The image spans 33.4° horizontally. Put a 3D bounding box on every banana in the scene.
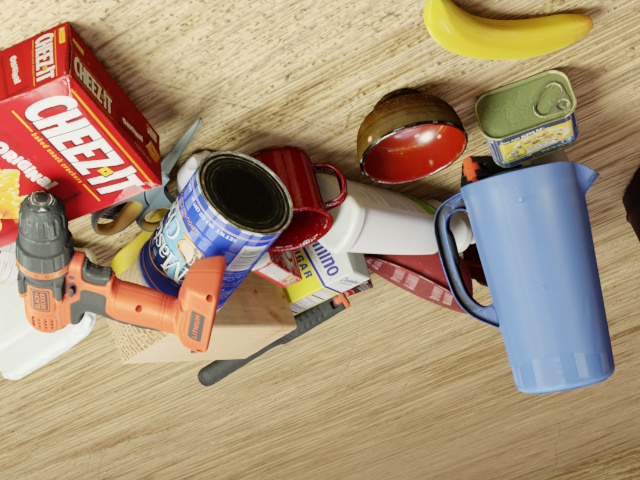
[{"bbox_3d":[0.165,-0.195,0.986,0.197,0.037,0.070,4,149,-33],"label":"banana"}]

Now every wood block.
[{"bbox_3d":[-0.132,0.076,1.182,0.091,0.090,0.205,-34,159,27],"label":"wood block"}]

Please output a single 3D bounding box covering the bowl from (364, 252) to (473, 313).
[{"bbox_3d":[0.132,0.034,1.351,0.162,0.055,0.162,26,172,4],"label":"bowl"}]

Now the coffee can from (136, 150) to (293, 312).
[{"bbox_3d":[-0.105,-0.005,1.046,0.102,0.103,0.141,6,140,-36],"label":"coffee can"}]

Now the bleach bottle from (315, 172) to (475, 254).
[{"bbox_3d":[0.098,-0.019,1.232,0.250,0.103,0.068,8,116,-40],"label":"bleach bottle"}]

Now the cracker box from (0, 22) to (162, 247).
[{"bbox_3d":[-0.270,-0.077,0.934,0.214,0.072,0.164,-20,144,12],"label":"cracker box"}]

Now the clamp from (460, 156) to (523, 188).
[{"bbox_3d":[0.217,-0.055,1.289,0.171,0.039,0.120,18,133,-38],"label":"clamp"}]

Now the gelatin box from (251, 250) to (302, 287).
[{"bbox_3d":[-0.058,0.001,1.201,0.030,0.089,0.073,-26,152,18],"label":"gelatin box"}]

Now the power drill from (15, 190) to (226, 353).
[{"bbox_3d":[-0.183,0.033,0.972,0.187,0.057,0.185,13,143,-2],"label":"power drill"}]

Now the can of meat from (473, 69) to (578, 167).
[{"bbox_3d":[0.221,-0.126,1.132,0.102,0.057,0.084,-19,156,10],"label":"can of meat"}]

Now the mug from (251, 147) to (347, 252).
[{"bbox_3d":[-0.029,-0.048,1.126,0.117,0.081,0.093,-18,154,7],"label":"mug"}]

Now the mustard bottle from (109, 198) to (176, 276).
[{"bbox_3d":[-0.151,-0.004,1.179,0.096,0.058,0.192,5,148,-37],"label":"mustard bottle"}]

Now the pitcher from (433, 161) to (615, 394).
[{"bbox_3d":[0.232,0.041,1.166,0.144,0.243,0.149,-10,176,-28],"label":"pitcher"}]

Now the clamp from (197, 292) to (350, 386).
[{"bbox_3d":[-0.054,0.116,1.348,0.210,0.036,0.164,-28,-172,37],"label":"clamp"}]

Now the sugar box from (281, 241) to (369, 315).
[{"bbox_3d":[-0.032,0.038,1.283,0.176,0.093,0.048,-30,151,27],"label":"sugar box"}]

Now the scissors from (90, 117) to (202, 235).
[{"bbox_3d":[-0.147,-0.055,1.047,0.202,0.016,0.096,-34,150,33],"label":"scissors"}]
